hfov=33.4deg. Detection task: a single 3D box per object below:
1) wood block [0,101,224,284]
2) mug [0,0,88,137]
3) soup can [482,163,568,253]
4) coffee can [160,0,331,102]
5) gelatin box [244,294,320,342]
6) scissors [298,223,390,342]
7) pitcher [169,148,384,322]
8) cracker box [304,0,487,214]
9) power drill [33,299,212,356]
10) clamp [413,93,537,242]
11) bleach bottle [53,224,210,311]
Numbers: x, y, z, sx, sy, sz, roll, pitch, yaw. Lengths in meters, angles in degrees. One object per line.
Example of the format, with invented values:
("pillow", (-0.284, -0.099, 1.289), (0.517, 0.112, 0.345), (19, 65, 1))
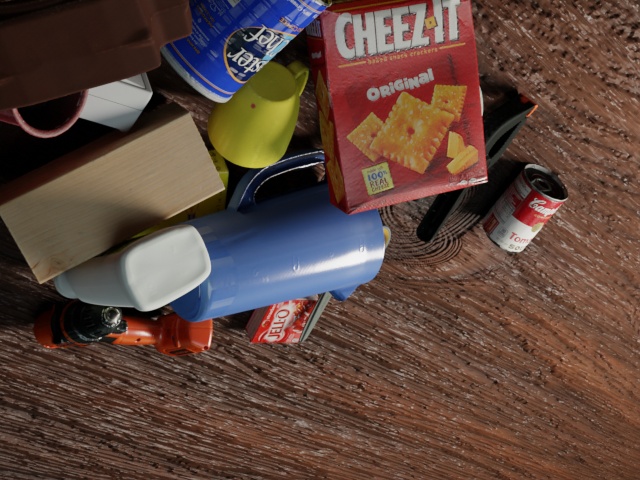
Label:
("wood block", (-0.214, -0.052, 1.080), (0.206, 0.090, 0.091), (-28, 111, -10))
("mug", (-0.270, -0.157, 0.956), (0.093, 0.082, 0.117), (-26, 125, -50))
("soup can", (0.267, -0.041, 1.400), (0.068, 0.068, 0.102), (8, 132, -33))
("coffee can", (-0.075, -0.214, 1.005), (0.140, 0.103, 0.102), (-40, 138, 19))
("gelatin box", (-0.051, 0.101, 1.432), (0.073, 0.030, 0.089), (3, 134, -30))
("scissors", (0.034, 0.049, 1.401), (0.096, 0.016, 0.202), (-6, 128, -30))
("pitcher", (-0.058, 0.001, 1.200), (0.242, 0.149, 0.145), (-15, 156, -35))
("cracker box", (0.080, -0.149, 1.104), (0.164, 0.072, 0.214), (-13, 108, -14))
("power drill", (-0.226, 0.102, 1.271), (0.187, 0.057, 0.185), (9, 167, -35))
("clamp", (0.175, -0.095, 1.258), (0.210, 0.036, 0.164), (-48, 162, 1))
("bleach bottle", (-0.222, 0.034, 1.132), (0.102, 0.068, 0.251), (-28, -168, -36))
